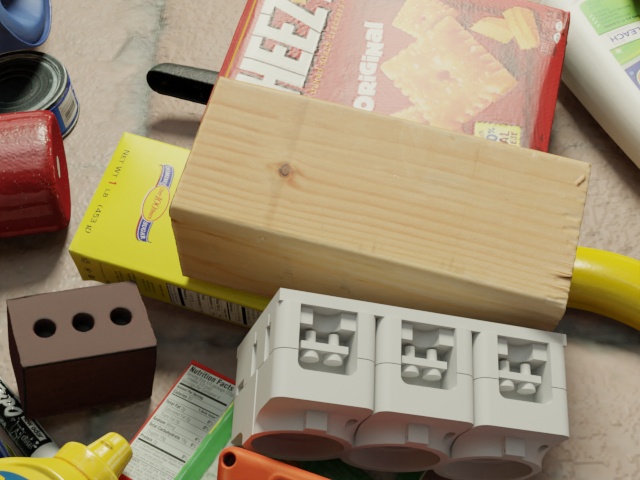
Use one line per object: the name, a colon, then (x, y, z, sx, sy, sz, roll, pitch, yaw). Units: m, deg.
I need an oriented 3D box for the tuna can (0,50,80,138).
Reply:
tuna can: (-0.226, -0.104, 0.799, 0.086, 0.034, 0.086, -3, 49, 4)

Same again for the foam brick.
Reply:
foam brick: (-0.139, 0.064, 0.623, 0.078, 0.051, 0.053, -8, 48, -22)

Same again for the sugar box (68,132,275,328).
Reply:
sugar box: (-0.054, 0.001, 0.659, 0.176, 0.048, 0.093, 14, 64, 10)

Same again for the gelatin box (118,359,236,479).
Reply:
gelatin box: (-0.064, 0.119, 0.593, 0.073, 0.030, 0.089, 21, 56, 24)

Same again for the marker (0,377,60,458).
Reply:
marker: (-0.187, 0.098, 0.632, 0.020, 0.020, 0.121, -35, 55, -22)

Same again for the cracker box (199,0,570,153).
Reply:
cracker box: (0.046, -0.098, 0.702, 0.214, 0.072, 0.164, 15, 62, 4)

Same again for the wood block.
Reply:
wood block: (0.032, -0.010, 0.590, 0.206, 0.090, 0.090, 14, 65, 6)

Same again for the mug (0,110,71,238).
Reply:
mug: (-0.215, -0.045, 0.722, 0.081, 0.093, 0.117, -8, 13, -6)
